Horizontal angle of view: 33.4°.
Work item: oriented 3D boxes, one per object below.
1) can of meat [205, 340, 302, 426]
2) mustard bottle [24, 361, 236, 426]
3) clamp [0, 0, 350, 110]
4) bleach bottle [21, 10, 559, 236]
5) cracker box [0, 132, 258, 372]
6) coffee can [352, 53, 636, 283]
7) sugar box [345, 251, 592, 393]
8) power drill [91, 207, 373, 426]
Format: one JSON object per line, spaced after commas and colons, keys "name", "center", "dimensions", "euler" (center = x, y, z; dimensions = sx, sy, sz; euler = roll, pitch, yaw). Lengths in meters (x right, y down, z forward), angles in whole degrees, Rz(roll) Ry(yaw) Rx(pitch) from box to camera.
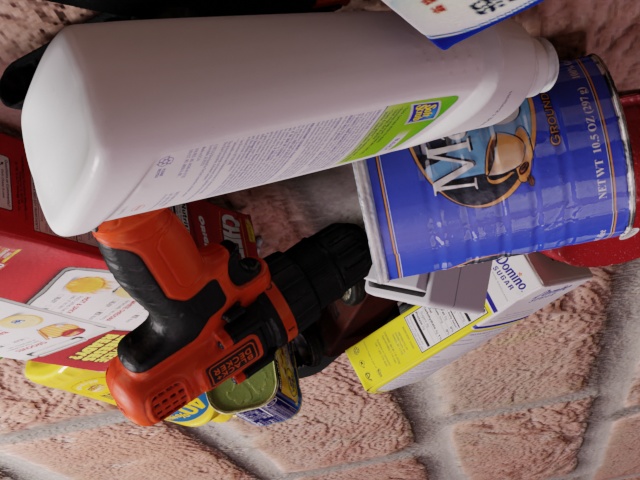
{"name": "can of meat", "center": [-0.054, 0.092, 0.846], "dimensions": [0.057, 0.102, 0.084], "euler": [-15, 159, 10]}
{"name": "mustard bottle", "center": [-0.134, 0.110, 0.867], "dimensions": [0.191, 0.058, 0.096], "euler": [26, 141, -37]}
{"name": "clamp", "center": [-0.074, -0.099, 0.472], "dimensions": [0.171, 0.039, 0.120], "euler": [-5, 164, -14]}
{"name": "bleach bottle", "center": [0.001, -0.064, 0.486], "dimensions": [0.250, 0.068, 0.103], "euler": [-12, 166, -29]}
{"name": "cracker box", "center": [-0.167, 0.015, 0.661], "dimensions": [0.164, 0.072, 0.213], "euler": [-25, 154, 33]}
{"name": "coffee can", "center": [0.090, -0.039, 0.592], "dimensions": [0.140, 0.103, 0.103], "euler": [-11, 157, 3]}
{"name": "sugar box", "center": [0.112, 0.056, 0.820], "dimensions": [0.176, 0.048, 0.093], "euler": [-39, 160, 31]}
{"name": "power drill", "center": [-0.054, 0.001, 0.588], "dimensions": [0.184, 0.057, 0.187], "euler": [-34, 138, -18]}
